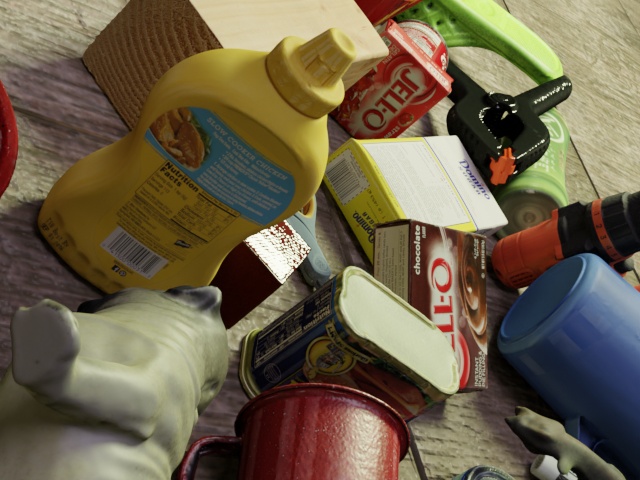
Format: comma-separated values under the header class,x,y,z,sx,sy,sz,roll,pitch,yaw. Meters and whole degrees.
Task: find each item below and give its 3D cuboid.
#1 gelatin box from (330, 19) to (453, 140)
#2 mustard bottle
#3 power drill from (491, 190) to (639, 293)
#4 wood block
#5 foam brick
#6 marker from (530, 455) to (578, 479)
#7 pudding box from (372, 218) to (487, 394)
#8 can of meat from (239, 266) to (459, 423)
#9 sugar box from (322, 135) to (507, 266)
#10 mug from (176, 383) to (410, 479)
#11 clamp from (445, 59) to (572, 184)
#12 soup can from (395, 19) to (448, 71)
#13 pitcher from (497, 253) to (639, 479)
class,x,y,z,sx,sy,sz,roll,pitch,yaw
gelatin box,0.050,-0.122,0.859,0.073,0.089,0.030,42,33,-16
mustard bottle,-0.054,-0.041,0.542,0.096,0.192,0.058,38,34,-21
power drill,0.268,0.024,0.922,0.187,0.185,0.057,37,46,-39
wood block,-0.050,-0.129,0.734,0.090,0.091,0.205,55,32,5
foam brick,-0.054,0.001,0.633,0.078,0.053,0.051,49,31,-5
marker,0.207,0.197,0.782,0.121,0.020,0.020,36,33,-3
pudding box,0.076,0.047,0.731,0.089,0.039,0.113,11,75,-48
can of meat,0.019,0.072,0.625,0.102,0.084,0.057,36,34,-24
sugar box,0.078,-0.035,0.850,0.175,0.048,0.093,-7,65,-59
mug,-0.014,0.129,0.534,0.117,0.093,0.081,11,46,-5
clamp,0.152,-0.121,0.982,0.164,0.036,0.209,16,36,2
soup can,0.069,-0.144,0.927,0.068,0.069,0.102,46,32,-10
pitcher,0.252,0.134,0.840,0.243,0.145,0.149,44,20,-7
